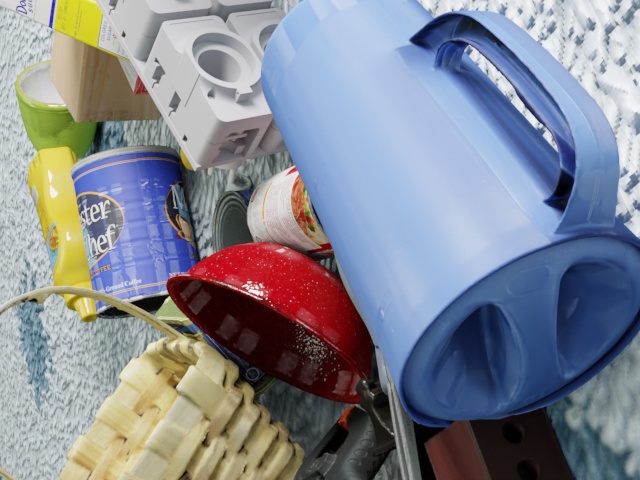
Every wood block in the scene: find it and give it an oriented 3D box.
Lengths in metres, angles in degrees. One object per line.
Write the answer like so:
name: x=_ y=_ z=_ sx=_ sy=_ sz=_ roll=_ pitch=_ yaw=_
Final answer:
wood block: x=-0.191 y=-0.223 z=1.002 sx=0.091 sy=0.090 sz=0.206 roll=53 pitch=138 yaw=43

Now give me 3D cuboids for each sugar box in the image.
sugar box: x=-0.174 y=-0.196 z=0.878 sx=0.176 sy=0.093 sz=0.048 roll=25 pitch=124 yaw=7

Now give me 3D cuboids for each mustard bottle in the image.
mustard bottle: x=-0.266 y=0.001 z=1.134 sx=0.096 sy=0.058 sz=0.192 roll=115 pitch=141 yaw=-53

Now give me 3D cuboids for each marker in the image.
marker: x=-0.083 y=-0.007 z=0.923 sx=0.020 sy=0.020 sz=0.121 roll=60 pitch=144 yaw=36

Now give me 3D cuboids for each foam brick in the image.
foam brick: x=0.101 y=0.133 z=0.583 sx=0.051 sy=0.052 sz=0.078 roll=-52 pitch=52 yaw=52

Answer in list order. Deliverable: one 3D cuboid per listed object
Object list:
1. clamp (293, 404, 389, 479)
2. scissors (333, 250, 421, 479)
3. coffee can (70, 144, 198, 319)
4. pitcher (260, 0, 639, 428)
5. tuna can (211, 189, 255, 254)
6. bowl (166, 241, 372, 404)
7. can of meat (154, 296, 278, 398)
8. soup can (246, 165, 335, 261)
clamp: x=-0.001 y=0.163 z=0.674 sx=0.120 sy=0.171 sz=0.039 roll=-34 pitch=95 yaw=17
scissors: x=0.051 y=0.073 z=0.620 sx=0.016 sy=0.096 sz=0.202 roll=-29 pitch=65 yaw=28
coffee can: x=-0.170 y=-0.007 z=0.994 sx=0.103 sy=0.102 sz=0.140 roll=-30 pitch=70 yaw=59
pitcher: x=0.059 y=-0.039 z=0.555 sx=0.149 sy=0.144 sz=0.243 roll=-36 pitch=50 yaw=10
tuna can: x=-0.056 y=0.001 z=0.860 sx=0.086 sy=0.033 sz=0.086 roll=20 pitch=113 yaw=58
bowl: x=-0.024 y=0.049 z=0.737 sx=0.162 sy=0.162 sz=0.055 roll=-12 pitch=44 yaw=61
can of meat: x=-0.079 y=0.075 z=0.852 sx=0.084 sy=0.057 sz=0.102 roll=50 pitch=157 yaw=-17
soup can: x=0.000 y=-0.022 z=0.721 sx=0.102 sy=0.068 sz=0.068 roll=-16 pitch=82 yaw=62
